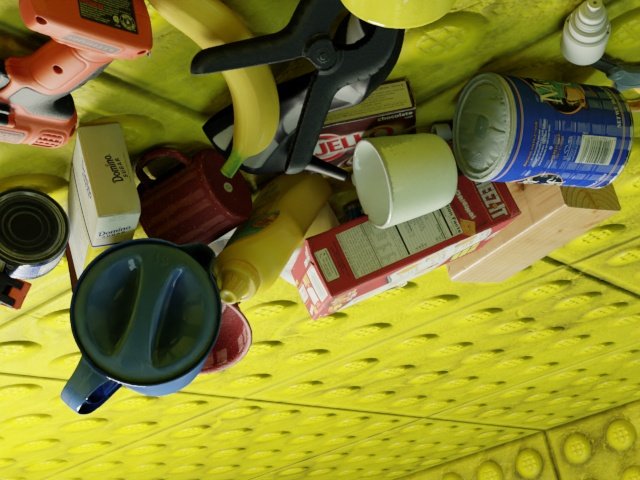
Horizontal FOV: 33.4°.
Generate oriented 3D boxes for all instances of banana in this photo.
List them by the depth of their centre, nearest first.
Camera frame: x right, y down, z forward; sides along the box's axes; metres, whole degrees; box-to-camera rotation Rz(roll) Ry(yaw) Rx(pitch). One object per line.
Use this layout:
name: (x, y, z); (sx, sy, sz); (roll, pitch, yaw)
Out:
banana: (-0.073, -0.133, 0.839); (0.069, 0.037, 0.197); (-39, 137, -17)

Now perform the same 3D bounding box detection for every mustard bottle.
mustard bottle: (-0.057, 0.002, 1.061); (0.096, 0.058, 0.191); (-28, -161, 33)

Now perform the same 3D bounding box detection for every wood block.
wood block: (0.236, -0.031, 1.254); (0.090, 0.091, 0.206); (2, 154, -33)

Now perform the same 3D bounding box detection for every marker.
marker: (0.174, -0.116, 1.104); (0.121, 0.020, 0.020); (-7, 158, -15)

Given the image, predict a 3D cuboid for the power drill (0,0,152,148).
power drill: (-0.229, -0.133, 0.788); (0.184, 0.057, 0.188); (5, 155, -46)

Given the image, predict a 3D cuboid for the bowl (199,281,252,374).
bowl: (-0.156, 0.087, 1.235); (0.162, 0.055, 0.162); (2, 135, 2)

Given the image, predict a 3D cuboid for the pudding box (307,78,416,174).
pudding box: (0.035, -0.107, 1.020); (0.113, 0.039, 0.090); (-14, 157, 1)

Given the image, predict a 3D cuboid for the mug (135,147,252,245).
mug: (-0.128, -0.045, 1.038); (0.082, 0.093, 0.117); (-29, 117, 25)

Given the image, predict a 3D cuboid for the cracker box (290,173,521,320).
cracker box: (0.082, 0.003, 1.115); (0.213, 0.072, 0.164); (-23, 171, -10)

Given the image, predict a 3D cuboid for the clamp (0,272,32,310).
clamp: (-0.368, 0.024, 1.012); (0.210, 0.036, 0.164); (19, 165, 7)

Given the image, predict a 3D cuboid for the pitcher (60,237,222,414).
pitcher: (-0.172, 0.096, 1.044); (0.149, 0.145, 0.243); (-5, 167, -7)

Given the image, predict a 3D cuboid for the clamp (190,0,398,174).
clamp: (-0.010, -0.144, 0.797); (0.120, 0.039, 0.171); (35, 103, -24)

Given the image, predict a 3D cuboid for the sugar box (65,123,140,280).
sugar box: (-0.208, -0.027, 1.009); (0.048, 0.093, 0.176); (-9, 159, -24)

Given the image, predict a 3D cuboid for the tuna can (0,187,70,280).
tuna can: (-0.285, -0.007, 1.026); (0.086, 0.086, 0.034); (-2, 154, -26)

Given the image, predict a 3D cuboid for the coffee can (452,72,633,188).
coffee can: (0.213, -0.104, 1.028); (0.140, 0.103, 0.103); (2, 155, -24)
